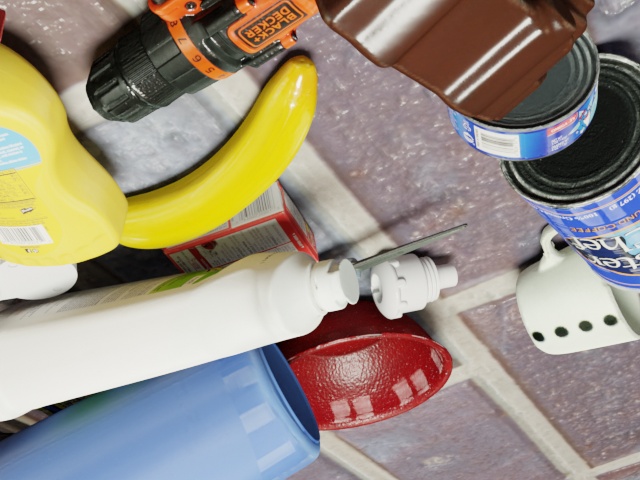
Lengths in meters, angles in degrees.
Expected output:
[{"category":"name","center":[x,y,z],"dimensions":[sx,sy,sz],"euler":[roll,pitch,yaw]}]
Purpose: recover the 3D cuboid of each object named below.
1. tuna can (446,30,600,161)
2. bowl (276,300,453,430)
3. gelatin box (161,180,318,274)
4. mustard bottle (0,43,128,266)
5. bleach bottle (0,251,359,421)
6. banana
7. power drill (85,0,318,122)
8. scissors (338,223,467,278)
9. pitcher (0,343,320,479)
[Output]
[{"category":"tuna can","center":[0.112,-0.087,0.597],"dimensions":[0.086,0.086,0.033],"euler":[-15,148,5]},{"category":"bowl","center":[0.022,0.095,0.862],"dimensions":[0.162,0.055,0.162],"euler":[-8,146,-6]},{"category":"gelatin box","center":[-0.055,0.001,0.725],"dimensions":[0.089,0.030,0.073],"euler":[-19,147,10]},{"category":"mustard bottle","center":[-0.180,-0.057,0.573],"dimensions":[0.096,0.058,0.191],"euler":[0,148,15]},{"category":"bleach bottle","center":[-0.098,0.053,0.678],"dimensions":[0.251,0.068,0.102],"euler":[-13,-169,23]},{"category":"banana","center":[-0.067,-0.041,0.653],"dimensions":[0.198,0.037,0.069],"euler":[-30,143,24]},{"category":"power drill","center":[-0.087,-0.138,0.491],"dimensions":[0.185,0.057,0.187],"euler":[-29,144,25]},{"category":"scissors","center":[0.017,0.029,0.777],"dimensions":[0.202,0.016,0.096],"euler":[-16,160,13]},{"category":"pitcher","center":[-0.124,0.161,0.751],"dimensions":[0.243,0.149,0.145],"euler":[-29,108,4]}]
